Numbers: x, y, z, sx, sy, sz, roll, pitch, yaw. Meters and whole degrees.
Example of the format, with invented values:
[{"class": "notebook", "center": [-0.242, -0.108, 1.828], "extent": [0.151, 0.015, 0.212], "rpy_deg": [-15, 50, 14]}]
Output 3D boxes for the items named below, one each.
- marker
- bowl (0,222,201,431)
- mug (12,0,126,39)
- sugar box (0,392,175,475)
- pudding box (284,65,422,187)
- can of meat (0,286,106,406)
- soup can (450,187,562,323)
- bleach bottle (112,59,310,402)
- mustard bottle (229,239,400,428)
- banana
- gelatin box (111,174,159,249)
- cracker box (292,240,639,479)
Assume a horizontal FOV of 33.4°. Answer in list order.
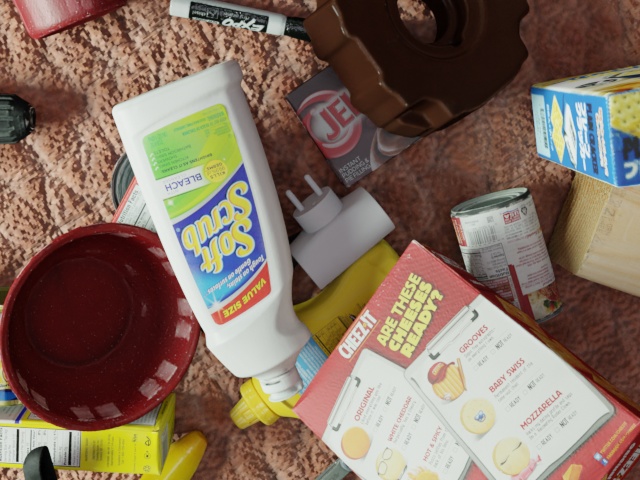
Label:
[{"class": "marker", "center": [-0.060, -0.179, 0.858], "extent": [0.121, 0.020, 0.020], "rpy_deg": [11, 98, -3]}, {"class": "bowl", "center": [-0.174, 0.061, 0.818], "extent": [0.161, 0.055, 0.162], "rpy_deg": [-8, 104, -33]}, {"class": "mug", "center": [-0.191, -0.210, 0.824], "extent": [0.117, 0.093, 0.081], "rpy_deg": [-31, 106, -33]}, {"class": "sugar box", "center": [-0.211, 0.152, 0.867], "extent": [0.176, 0.093, 0.048], "rpy_deg": [1, 99, 0]}, {"class": "pudding box", "center": [0.041, -0.110, 0.860], "extent": [0.113, 0.039, 0.090], "rpy_deg": [-34, 96, 3]}, {"class": "can of meat", "center": [-0.228, 0.083, 0.860], "extent": [0.101, 0.058, 0.084], "rpy_deg": [-1, 103, -34]}, {"class": "soup can", "center": [0.150, 0.015, 0.866], "extent": [0.068, 0.068, 0.102], "rpy_deg": [-17, 98, 1]}, {"class": "bleach bottle", "center": [-0.063, 0.000, 0.797], "extent": [0.102, 0.068, 0.251], "rpy_deg": [-21, 101, 2]}, {"class": "mustard bottle", "center": [0.004, 0.091, 0.879], "extent": [0.191, 0.058, 0.096], "rpy_deg": [-38, 103, 4]}, {"class": "banana", "center": [-0.141, 0.256, 0.914], "extent": [0.069, 0.037, 0.198], "rpy_deg": [3, 100, -19]}, {"class": "gelatin box", "center": [-0.108, -0.026, 0.838], "extent": [0.089, 0.030, 0.073], "rpy_deg": [28, 97, -5]}, {"class": "cracker box", "center": [0.108, 0.128, 0.771], "extent": [0.214, 0.072, 0.164], "rpy_deg": [40, 100, 31]}]
